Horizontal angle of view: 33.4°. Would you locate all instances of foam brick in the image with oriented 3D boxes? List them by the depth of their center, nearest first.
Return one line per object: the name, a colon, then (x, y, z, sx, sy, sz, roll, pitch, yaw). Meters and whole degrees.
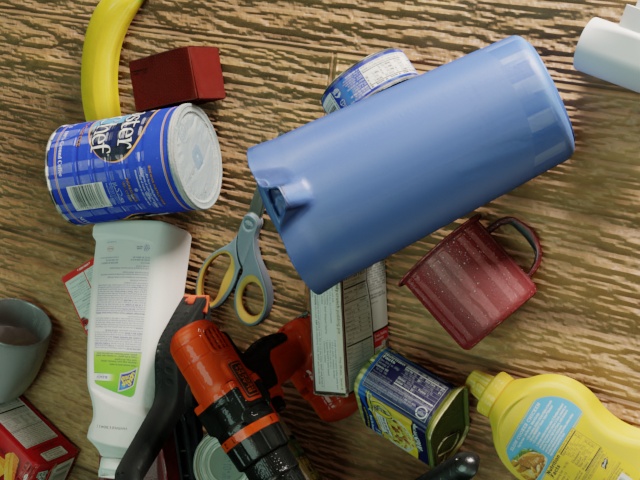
foam brick: (-0.140, -0.158, 1.046, 0.078, 0.051, 0.053, -7, 93, 31)

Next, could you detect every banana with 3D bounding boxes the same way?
banana: (-0.215, -0.176, 1.096, 0.070, 0.037, 0.198, 22, 109, 26)

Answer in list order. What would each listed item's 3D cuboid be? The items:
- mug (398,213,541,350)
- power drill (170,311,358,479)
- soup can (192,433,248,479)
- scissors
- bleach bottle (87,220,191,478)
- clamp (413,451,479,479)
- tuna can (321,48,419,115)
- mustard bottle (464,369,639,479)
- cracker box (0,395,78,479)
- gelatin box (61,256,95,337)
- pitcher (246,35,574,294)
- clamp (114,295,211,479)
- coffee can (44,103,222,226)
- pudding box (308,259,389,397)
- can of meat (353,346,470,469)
mug: (0.135, 0.030, 0.899, 0.117, 0.093, 0.081, -39, 80, -8)
power drill: (-0.032, 0.143, 0.950, 0.057, 0.187, 0.184, -37, 77, 25)
soup can: (-0.076, 0.210, 1.026, 0.068, 0.102, 0.068, -1, 84, 11)
scissors: (-0.057, 0.001, 1.043, 0.096, 0.016, 0.202, 43, 116, 16)
bleach bottle: (-0.192, 0.108, 1.058, 0.103, 0.068, 0.251, -2, 74, 30)
clamp: (0.086, 0.245, 0.948, 0.172, 0.039, 0.120, -20, 120, 27)
tuna can: (0.044, -0.128, 0.921, 0.086, 0.086, 0.034, -38, 77, 30)
mustard bottle: (0.203, 0.168, 0.889, 0.192, 0.058, 0.096, 34, 112, 22)
cracker box: (-0.403, 0.251, 1.256, 0.214, 0.072, 0.164, 37, 114, 22)
gelatin box: (-0.229, 0.062, 1.147, 0.073, 0.030, 0.089, -29, 83, 29)
pitcher: (0.074, -0.064, 0.865, 0.243, 0.149, 0.145, -25, 123, 8)
clamp: (-0.137, 0.150, 1.005, 0.036, 0.164, 0.210, 0, 75, 18)
coffee can: (-0.180, -0.072, 1.039, 0.140, 0.102, 0.103, -7, 94, 20)
pudding box: (0.026, 0.075, 0.961, 0.039, 0.089, 0.113, 0, 98, 30)
can of meat: (0.080, 0.148, 0.939, 0.084, 0.057, 0.102, 29, 154, 27)
